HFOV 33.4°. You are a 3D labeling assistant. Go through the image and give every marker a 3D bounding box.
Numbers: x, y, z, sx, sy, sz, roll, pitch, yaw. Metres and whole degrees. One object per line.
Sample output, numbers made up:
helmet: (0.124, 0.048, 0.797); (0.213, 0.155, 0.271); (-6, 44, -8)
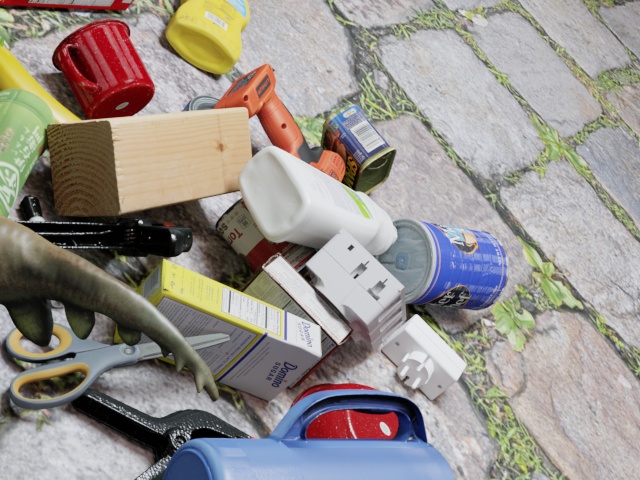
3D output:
marker: (-0.259, 0.008, 1.000); (0.020, 0.020, 0.121); (3, 52, -44)

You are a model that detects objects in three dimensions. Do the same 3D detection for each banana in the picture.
banana: (-0.284, -0.141, 1.110); (0.198, 0.037, 0.069); (45, 35, 1)

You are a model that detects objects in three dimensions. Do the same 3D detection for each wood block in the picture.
wood block: (-0.167, -0.083, 1.084); (0.205, 0.090, 0.091); (-15, 103, -55)

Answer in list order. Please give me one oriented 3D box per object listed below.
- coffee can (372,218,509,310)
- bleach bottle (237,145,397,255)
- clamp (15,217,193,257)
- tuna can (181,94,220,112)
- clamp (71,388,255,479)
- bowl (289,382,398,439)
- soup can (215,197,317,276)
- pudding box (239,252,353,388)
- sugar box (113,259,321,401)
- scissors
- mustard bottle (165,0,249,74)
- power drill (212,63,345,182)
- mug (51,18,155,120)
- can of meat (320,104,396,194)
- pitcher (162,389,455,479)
coffee can: (0.147, 0.031, 1.309); (0.140, 0.103, 0.103); (8, 49, -41)
bleach bottle: (0.016, -0.025, 1.171); (0.250, 0.068, 0.103); (21, 33, -55)
clamp: (-0.189, -0.003, 1.011); (0.164, 0.036, 0.210); (4, 2, 6)
tuna can: (-0.127, -0.130, 1.258); (0.086, 0.034, 0.086); (26, 39, -24)
clamp: (-0.132, 0.192, 0.925); (0.171, 0.039, 0.120); (12, 52, -28)
bowl: (0.047, 0.202, 1.077); (0.162, 0.055, 0.162); (27, 39, -24)
soup can: (-0.058, 0.001, 1.165); (0.102, 0.069, 0.068); (49, 35, 6)
pudding box: (-0.036, 0.083, 1.085); (0.113, 0.090, 0.039); (45, 36, 1)
sugar box: (-0.096, 0.089, 1.017); (0.176, 0.093, 0.048); (24, 41, -27)
scissors: (-0.187, 0.089, 0.943); (0.201, 0.016, 0.096); (-22, 57, -35)
mustard bottle: (-0.140, -0.300, 1.397); (0.096, 0.058, 0.191); (30, 38, -18)
power drill: (-0.048, -0.099, 1.248); (0.187, 0.057, 0.184); (56, 29, -21)
mug: (-0.236, -0.180, 1.147); (0.081, 0.093, 0.117); (60, 18, 14)
can of meat: (0.045, -0.114, 1.359); (0.057, 0.102, 0.084); (-32, 73, -17)
pitcher: (-0.008, 0.218, 0.906); (0.242, 0.145, 0.149); (12, 42, -35)
